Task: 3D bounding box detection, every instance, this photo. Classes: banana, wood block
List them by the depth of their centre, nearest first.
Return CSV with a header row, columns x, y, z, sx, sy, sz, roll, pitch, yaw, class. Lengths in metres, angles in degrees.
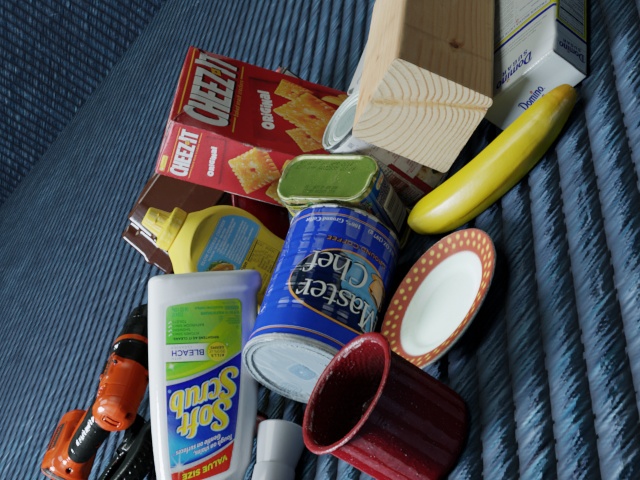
x,y,z,sx,sy,sz,roll,pitch,yaw,class
0.131,-0.055,0.877,0.198,0.037,0.069,-39,28,39,banana
0.095,-0.171,0.944,0.206,0.090,0.090,-79,15,-46,wood block

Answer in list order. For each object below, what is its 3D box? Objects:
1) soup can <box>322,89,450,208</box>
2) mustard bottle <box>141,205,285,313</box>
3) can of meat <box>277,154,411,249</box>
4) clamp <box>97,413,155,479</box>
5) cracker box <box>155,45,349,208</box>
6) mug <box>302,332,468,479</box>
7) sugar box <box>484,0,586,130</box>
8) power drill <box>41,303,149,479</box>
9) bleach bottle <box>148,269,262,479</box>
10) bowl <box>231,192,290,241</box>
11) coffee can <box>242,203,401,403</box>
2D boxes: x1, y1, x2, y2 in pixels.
x,y,z,sx,sy,sz,roll,pitch,yaw,class
0.061,-0.084,0.979,0.069,0.102,0.068,-46,23,26,soup can
-0.078,0.022,0.999,0.096,0.191,0.058,-65,10,-20,mustard bottle
0.022,-0.032,0.963,0.102,0.084,0.057,3,56,32,can of meat
-0.189,0.218,1.139,0.165,0.036,0.209,-42,12,31,clamp
-0.047,-0.110,1.089,0.164,0.213,0.072,-88,17,-54,cracker box
0.041,0.126,0.750,0.117,0.081,0.093,-26,36,52,mug
0.186,-0.183,0.930,0.094,0.048,0.176,-38,31,43,sugar box
-0.244,0.179,1.214,0.188,0.057,0.184,-54,14,33,power drill
-0.093,0.154,0.916,0.068,0.102,0.251,123,143,-81,bleach bottle
-0.057,0.001,1.113,0.162,0.055,0.162,172,90,-88,bowl
0.003,0.054,0.905,0.103,0.102,0.140,-30,33,49,coffee can
